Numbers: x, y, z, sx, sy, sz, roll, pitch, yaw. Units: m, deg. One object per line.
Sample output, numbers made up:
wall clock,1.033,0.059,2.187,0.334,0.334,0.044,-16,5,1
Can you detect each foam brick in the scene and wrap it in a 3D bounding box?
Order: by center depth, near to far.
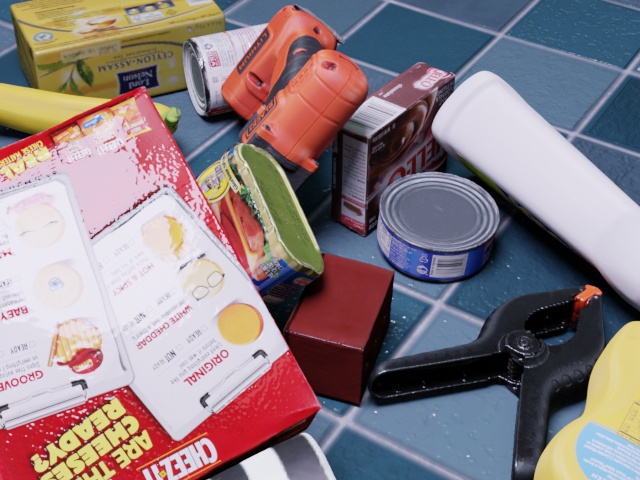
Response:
foam brick,0.012,0.056,0.678,0.051,0.053,0.078,12,42,13

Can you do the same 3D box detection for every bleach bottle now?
bleach bottle,0.185,-0.019,0.739,0.068,0.102,0.251,-48,49,9

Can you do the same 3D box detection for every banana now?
banana,-0.194,-0.103,0.858,0.198,0.069,0.037,6,68,14

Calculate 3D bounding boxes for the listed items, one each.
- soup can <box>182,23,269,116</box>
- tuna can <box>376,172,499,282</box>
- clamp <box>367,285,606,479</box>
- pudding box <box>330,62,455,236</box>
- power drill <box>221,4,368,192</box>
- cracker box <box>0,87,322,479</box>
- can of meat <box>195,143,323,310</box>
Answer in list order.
soup can,-0.059,-0.148,0.910,0.102,0.068,0.068,-14,42,-17
tuna can,0.084,-0.010,0.769,0.086,0.034,0.086,2,42,-2
clamp,0.114,0.075,0.669,0.120,0.039,0.171,29,44,23
pudding box,0.055,-0.070,0.801,0.039,0.090,0.113,28,47,31
power drill,-0.039,-0.085,0.788,0.057,0.185,0.187,35,23,-22
cracker box,-0.123,0.044,0.592,0.164,0.072,0.214,-26,75,-14
can of meat,-0.054,0.001,0.675,0.084,0.057,0.102,-35,63,20
